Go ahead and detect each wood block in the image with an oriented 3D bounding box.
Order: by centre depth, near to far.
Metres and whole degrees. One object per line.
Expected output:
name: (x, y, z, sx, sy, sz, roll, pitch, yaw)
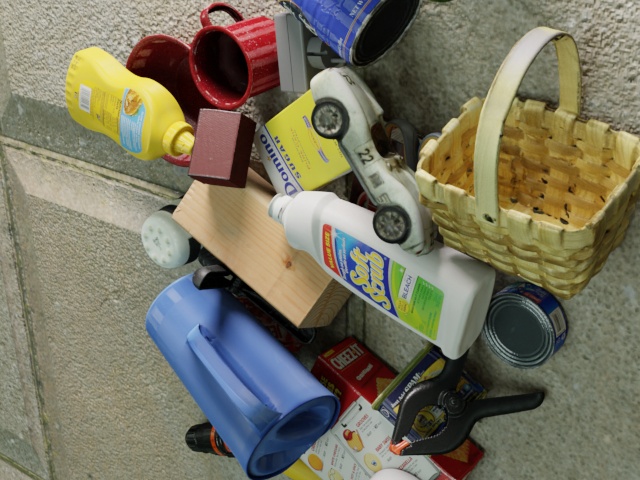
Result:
wood block: (-0.058, 0.002, 1.230, 0.206, 0.090, 0.091, 40, 104, 20)

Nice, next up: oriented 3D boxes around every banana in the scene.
banana: (-0.011, 0.302, 1.353, 0.198, 0.037, 0.070, 33, 144, 6)

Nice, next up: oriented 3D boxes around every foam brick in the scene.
foam brick: (-0.109, -0.102, 1.181, 0.051, 0.053, 0.078, 8, 84, 17)

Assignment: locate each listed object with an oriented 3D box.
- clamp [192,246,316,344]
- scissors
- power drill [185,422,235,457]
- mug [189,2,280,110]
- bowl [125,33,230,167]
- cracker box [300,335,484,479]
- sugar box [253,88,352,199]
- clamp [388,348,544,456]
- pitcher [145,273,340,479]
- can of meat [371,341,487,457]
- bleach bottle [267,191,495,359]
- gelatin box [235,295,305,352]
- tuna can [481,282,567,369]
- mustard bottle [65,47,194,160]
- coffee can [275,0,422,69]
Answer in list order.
clamp: (-0.104, 0.043, 1.267, 0.036, 0.164, 0.210, -56, 32, 7)
scissors: (0.114, -0.029, 1.078, 0.096, 0.016, 0.202, -3, 111, 47)
power drill: (-0.142, 0.207, 1.451, 0.185, 0.057, 0.187, -12, 106, 40)
mug: (-0.090, -0.209, 1.177, 0.093, 0.081, 0.117, -33, 88, 45)
bowl: (-0.160, -0.172, 1.276, 0.162, 0.055, 0.162, 20, 123, 33)
cracker box: (0.068, 0.243, 1.273, 0.214, 0.071, 0.164, 41, 132, 20)
sugar box: (-0.010, -0.103, 1.151, 0.176, 0.048, 0.093, -26, 88, 60)
clamp: (0.149, 0.175, 1.124, 0.120, 0.171, 0.039, 41, 171, 15)
pitcher: (-0.102, 0.147, 1.243, 0.243, 0.144, 0.149, 45, 135, 28)
can of meat: (0.121, 0.175, 1.174, 0.084, 0.102, 0.057, 42, 173, 14)
bleach bottle: (0.053, 0.021, 1.104, 0.251, 0.068, 0.103, 27, 131, 24)
gelatin box: (-0.064, 0.102, 1.346, 0.089, 0.030, 0.073, 0, 111, 42)
tuna can: (0.209, 0.087, 1.096, 0.086, 0.033, 0.086, 20, 123, 33)
mustard bottle: (-0.216, -0.148, 1.255, 0.192, 0.058, 0.096, 31, 127, 26)
coffee can: (0.016, -0.251, 1.048, 0.140, 0.102, 0.103, 43, 133, 17)
